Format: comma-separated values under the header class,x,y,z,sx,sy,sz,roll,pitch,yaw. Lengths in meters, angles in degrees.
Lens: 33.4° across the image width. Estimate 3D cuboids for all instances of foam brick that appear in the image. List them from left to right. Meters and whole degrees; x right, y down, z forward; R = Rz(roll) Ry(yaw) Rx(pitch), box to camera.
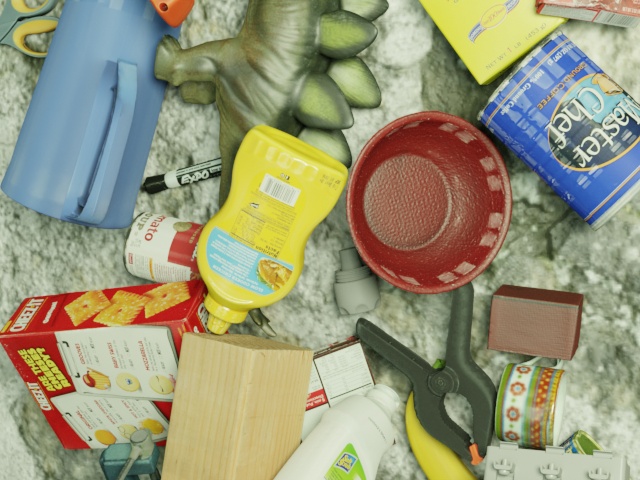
class,x,y,z,sx,sy,sz,roll,pitch,yaw
foam brick,0.195,0.073,0.966,0.078,0.053,0.051,6,101,20

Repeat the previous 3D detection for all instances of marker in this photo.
class,x,y,z,sx,sy,sz,roll,pitch,yaw
marker,-0.126,-0.068,1.075,0.121,0.020,0.020,-13,95,21

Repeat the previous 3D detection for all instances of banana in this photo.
class,x,y,z,sx,sy,sz,roll,pitch,yaw
banana,0.133,0.215,1.021,0.070,0.037,0.198,-30,88,23

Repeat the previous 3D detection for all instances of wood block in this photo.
class,x,y,z,sx,sy,sz,roll,pitch,yaw
wood block,-0.080,0.193,0.974,0.090,0.090,0.206,9,90,40

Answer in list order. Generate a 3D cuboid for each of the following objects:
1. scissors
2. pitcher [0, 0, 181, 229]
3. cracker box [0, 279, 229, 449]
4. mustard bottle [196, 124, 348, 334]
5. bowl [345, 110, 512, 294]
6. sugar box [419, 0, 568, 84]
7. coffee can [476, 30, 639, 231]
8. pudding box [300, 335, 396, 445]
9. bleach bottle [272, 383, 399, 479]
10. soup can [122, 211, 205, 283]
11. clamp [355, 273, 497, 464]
class,x,y,z,sx,sy,sz,roll,pitch,yaw
scissors,-0.347,-0.234,1.129,0.202,0.016,0.096,5,99,19
pitcher,-0.211,-0.137,1.032,0.149,0.144,0.243,24,104,18
cracker box,-0.190,0.128,1.075,0.214,0.072,0.164,-6,124,22
mustard bottle,-0.056,0.001,0.948,0.096,0.058,0.192,26,109,0
bowl,0.089,-0.034,0.960,0.162,0.055,0.162,-1,93,-20
sugar box,0.129,-0.235,0.940,0.093,0.048,0.176,-37,87,20
coffee can,0.218,-0.092,0.902,0.140,0.102,0.103,45,110,8
pudding box,0.013,0.160,1.035,0.090,0.039,0.113,-19,95,-10
bleach bottle,0.000,0.235,0.951,0.068,0.250,0.102,4,134,43
soup can,-0.137,0.014,1.068,0.102,0.068,0.068,14,104,18
clamp,0.121,0.118,0.983,0.120,0.039,0.171,-36,85,27
